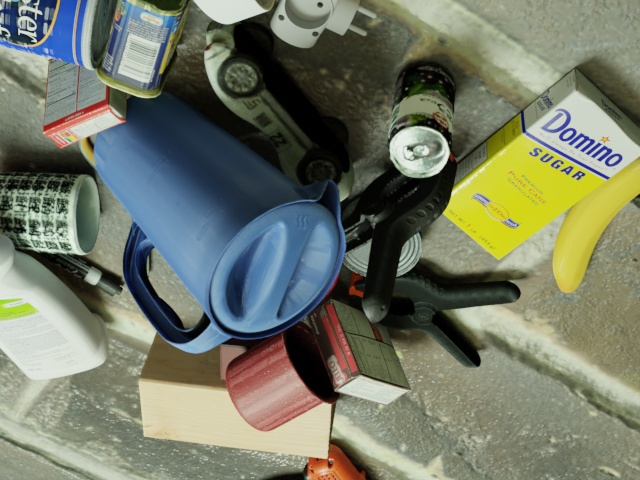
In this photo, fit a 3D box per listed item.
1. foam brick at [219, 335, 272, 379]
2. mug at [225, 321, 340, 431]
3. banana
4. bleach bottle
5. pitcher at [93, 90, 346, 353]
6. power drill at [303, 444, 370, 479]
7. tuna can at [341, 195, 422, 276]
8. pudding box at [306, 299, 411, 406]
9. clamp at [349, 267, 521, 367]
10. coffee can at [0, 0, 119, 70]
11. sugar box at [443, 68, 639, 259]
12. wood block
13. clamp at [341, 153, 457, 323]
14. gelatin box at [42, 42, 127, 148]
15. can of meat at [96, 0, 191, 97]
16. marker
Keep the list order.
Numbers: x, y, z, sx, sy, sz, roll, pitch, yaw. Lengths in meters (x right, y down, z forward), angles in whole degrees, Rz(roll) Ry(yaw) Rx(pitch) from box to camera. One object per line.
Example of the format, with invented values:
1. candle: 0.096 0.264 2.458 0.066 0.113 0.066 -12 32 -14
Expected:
1. foam brick: -0.075 0.106 1.136 0.051 0.078 0.053 6 126 5
2. mug: -0.034 0.138 1.065 0.082 0.093 0.117 -32 160 21
3. banana: 0.270 -0.024 1.007 0.069 0.037 0.198 29 126 -12
4. bleach bottle: -0.301 0.058 1.078 0.102 0.068 0.251 -15 148 1
5. pitcher: -0.105 -0.025 0.925 0.149 0.243 0.145 -18 132 -31
6. power drill: -0.011 0.342 1.324 0.188 0.057 0.184 -23 117 21
7. tuna can: 0.058 -0.005 1.056 0.086 0.033 0.086 4 128 5
8. pudding box: 0.040 0.116 1.090 0.039 0.090 0.113 -33 149 22
9. clamp: 0.111 0.076 1.109 0.171 0.039 0.120 12 124 3
10. coffee can: -0.247 -0.210 0.899 0.140 0.102 0.103 14 128 -2
11. sugar box: 0.198 -0.066 0.980 0.093 0.048 0.176 37 125 -19
12. wood block: -0.086 0.167 1.177 0.206 0.090 0.091 6 128 5
13. clamp: 0.047 -0.014 0.972 0.165 0.209 0.036 6 139 47
14. gelatin box: -0.210 -0.135 0.961 0.073 0.089 0.030 -19 145 21
15. can of meat: -0.145 -0.184 0.906 0.057 0.102 0.084 20 126 -7
16. marker: -0.265 0.025 1.139 0.121 0.020 0.020 31 126 -16
